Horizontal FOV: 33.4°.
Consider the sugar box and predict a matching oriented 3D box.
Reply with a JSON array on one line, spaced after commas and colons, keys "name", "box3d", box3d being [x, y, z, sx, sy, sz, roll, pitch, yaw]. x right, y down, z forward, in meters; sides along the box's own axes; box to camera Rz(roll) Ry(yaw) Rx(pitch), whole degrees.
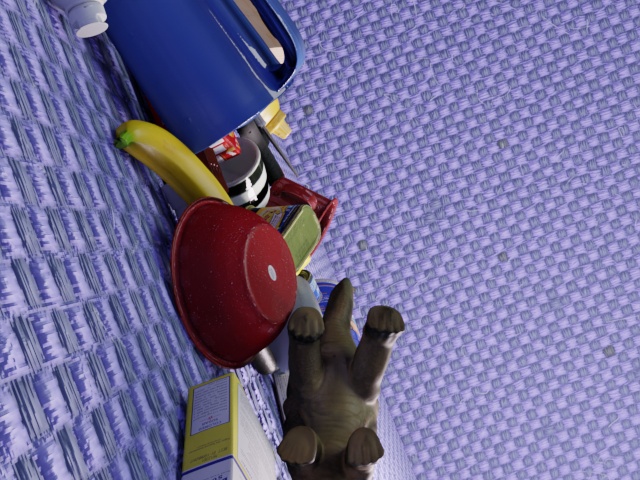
[{"name": "sugar box", "box3d": [-0.063, 0.179, 0.757, 0.176, 0.048, 0.093, -94, 163, -66]}]

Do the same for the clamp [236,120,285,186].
[{"name": "clamp", "box3d": [-0.086, -0.127, 1.386, 0.171, 0.039, 0.120, 56, 6, -38]}]

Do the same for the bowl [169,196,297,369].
[{"name": "bowl", "box3d": [-0.067, 0.034, 0.970, 0.162, 0.055, 0.162, 32, 52, -55]}]

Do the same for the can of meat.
[{"name": "can of meat", "box3d": [-0.058, 0.001, 1.243, 0.102, 0.084, 0.057, -57, 133, -45]}]

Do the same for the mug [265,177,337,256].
[{"name": "mug", "box3d": [-0.033, -0.037, 1.406, 0.081, 0.093, 0.117, 27, -24, 9]}]

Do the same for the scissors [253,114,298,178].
[{"name": "scissors", "box3d": [-0.096, -0.172, 1.446, 0.096, 0.016, 0.201, 35, -19, 53]}]

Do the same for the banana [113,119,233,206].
[{"name": "banana", "box3d": [-0.132, -0.057, 0.999, 0.197, 0.037, 0.069, 42, 34, -43]}]

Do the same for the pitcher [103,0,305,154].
[{"name": "pitcher", "box3d": [-0.135, -0.215, 1.021, 0.243, 0.149, 0.145, 55, -10, -14]}]
